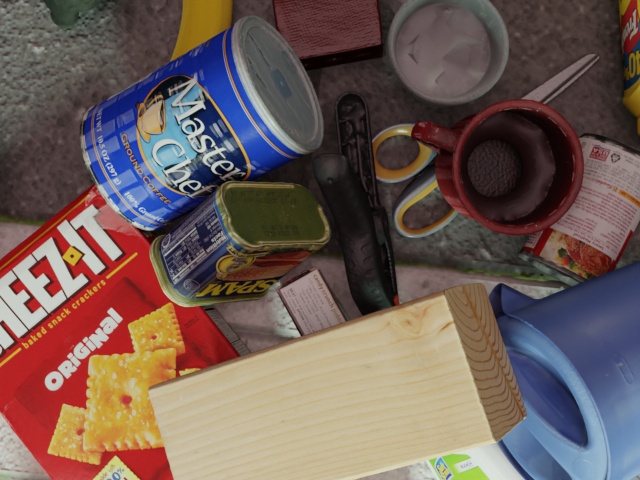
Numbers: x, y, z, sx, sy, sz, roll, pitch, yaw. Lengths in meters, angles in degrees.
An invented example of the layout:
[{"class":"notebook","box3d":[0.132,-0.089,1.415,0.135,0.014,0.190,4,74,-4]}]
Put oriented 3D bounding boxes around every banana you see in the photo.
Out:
[{"class":"banana","box3d":[-0.100,-0.187,0.813,0.069,0.037,0.198,7,88,2]}]

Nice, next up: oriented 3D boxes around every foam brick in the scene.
[{"class":"foam brick","box3d":[0.007,-0.160,0.801,0.078,0.053,0.051,-10,88,3]}]

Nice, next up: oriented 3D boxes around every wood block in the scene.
[{"class":"wood block","box3d":[0.010,0.100,0.667,0.206,0.090,0.091,-20,83,22]}]

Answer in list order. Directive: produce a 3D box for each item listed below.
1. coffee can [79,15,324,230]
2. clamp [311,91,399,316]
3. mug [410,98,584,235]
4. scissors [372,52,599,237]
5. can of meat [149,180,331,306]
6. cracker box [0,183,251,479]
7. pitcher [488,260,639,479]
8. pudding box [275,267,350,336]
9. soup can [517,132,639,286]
[{"class":"coffee can","box3d":[-0.083,-0.081,0.754,0.140,0.102,0.103,-25,87,23]},{"class":"clamp","box3d":[0.030,-0.021,0.776,0.039,0.120,0.171,-1,128,17]},{"class":"mug","box3d":[0.118,-0.057,0.762,0.117,0.081,0.093,20,92,-8]},{"class":"scissors","box3d":[0.113,-0.092,0.813,0.096,0.016,0.202,39,90,2]},{"class":"can of meat","box3d":[-0.055,0.001,0.758,0.084,0.101,0.057,-38,66,38]},{"class":"cracker box","box3d":[-0.154,0.089,0.789,0.164,0.072,0.214,-39,87,0]},{"class":"pitcher","box3d":[0.237,0.080,0.716,0.242,0.145,0.149,-21,121,-23]},{"class":"pudding box","box3d":[0.009,0.074,0.775,0.039,0.090,0.113,-31,88,0]},{"class":"soup can","box3d":[0.198,-0.019,0.783,0.068,0.068,0.102,27,89,2]}]
